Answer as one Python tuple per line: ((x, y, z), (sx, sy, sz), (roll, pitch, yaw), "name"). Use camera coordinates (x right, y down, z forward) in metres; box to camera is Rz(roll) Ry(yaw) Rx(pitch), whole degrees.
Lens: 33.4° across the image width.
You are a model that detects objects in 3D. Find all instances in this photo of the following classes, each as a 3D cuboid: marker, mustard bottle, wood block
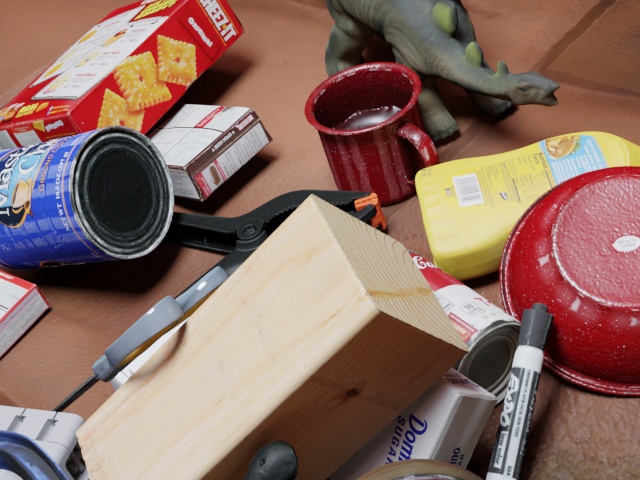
((0.117, 0.095, 0.628), (0.020, 0.020, 0.121), (7, 72, 28), "marker")
((0.168, -0.032, 0.758), (0.192, 0.058, 0.096), (-14, 41, 8), "mustard bottle")
((-0.032, 0.086, 0.602), (0.206, 0.090, 0.090), (-44, 48, 18), "wood block")

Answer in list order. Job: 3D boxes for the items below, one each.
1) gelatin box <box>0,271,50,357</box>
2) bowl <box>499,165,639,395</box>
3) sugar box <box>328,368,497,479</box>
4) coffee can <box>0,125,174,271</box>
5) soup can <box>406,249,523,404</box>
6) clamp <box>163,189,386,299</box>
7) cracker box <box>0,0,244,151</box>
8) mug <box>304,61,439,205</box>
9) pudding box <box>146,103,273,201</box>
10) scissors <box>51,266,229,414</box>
((-0.273, 0.065, 0.852), (0.073, 0.030, 0.089), (16, 54, 35), "gelatin box")
((0.190, 0.011, 0.662), (0.162, 0.055, 0.162), (-6, 62, 12), "bowl")
((0.018, 0.093, 0.657), (0.176, 0.048, 0.093), (33, 103, 41), "sugar box")
((-0.202, -0.031, 0.850), (0.141, 0.102, 0.102), (-6, 39, 39), "coffee can")
((0.076, 0.057, 0.687), (0.068, 0.068, 0.102), (-36, 42, -18), "soup can")
((-0.055, 0.001, 0.830), (0.210, 0.036, 0.164), (-21, 38, 2), "clamp")
((-0.195, -0.149, 1.007), (0.164, 0.072, 0.213), (-2, 40, 45), "cracker box")
((0.050, -0.078, 0.840), (0.093, 0.081, 0.117), (-40, 43, -23), "mug")
((-0.111, -0.079, 0.928), (0.090, 0.039, 0.114), (-45, 31, -26), "pudding box")
((-0.116, 0.066, 0.672), (0.096, 0.016, 0.202), (-37, -1, -31), "scissors")
